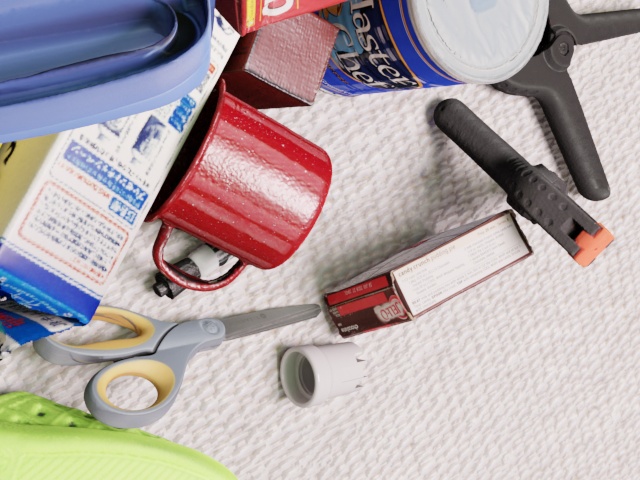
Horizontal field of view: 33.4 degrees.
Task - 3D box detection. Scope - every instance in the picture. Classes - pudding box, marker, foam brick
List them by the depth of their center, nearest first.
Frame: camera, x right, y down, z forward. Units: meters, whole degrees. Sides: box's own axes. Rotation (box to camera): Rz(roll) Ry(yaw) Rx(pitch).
[{"bbox_3d":[-0.037,-0.112,0.639,0.051,0.078,0.053,23,82,-34],"label":"foam brick"},{"bbox_3d":[-0.054,0.001,0.670,0.121,0.020,0.020,-34,111,-27],"label":"marker"},{"bbox_3d":[0.070,0.023,0.709,0.113,0.090,0.039,-27,93,-30],"label":"pudding box"}]

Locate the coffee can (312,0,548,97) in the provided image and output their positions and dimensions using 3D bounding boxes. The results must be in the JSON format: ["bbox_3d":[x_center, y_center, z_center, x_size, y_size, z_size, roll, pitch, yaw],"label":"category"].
[{"bbox_3d":[0.054,-0.143,0.658,0.102,0.141,0.103,-2,94,-33],"label":"coffee can"}]

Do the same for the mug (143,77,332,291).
[{"bbox_3d":[-0.052,-0.024,0.621,0.081,0.093,0.117,28,89,-21],"label":"mug"}]

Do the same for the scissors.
[{"bbox_3d":[-0.068,0.070,0.635,0.201,0.096,0.016,4,130,-32],"label":"scissors"}]

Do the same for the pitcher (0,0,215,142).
[{"bbox_3d":[-0.169,-0.103,0.431,0.242,0.149,0.145,-19,102,-19],"label":"pitcher"}]

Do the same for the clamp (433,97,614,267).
[{"bbox_3d":[0.152,-0.030,0.731,0.120,0.171,0.039,24,112,-37],"label":"clamp"}]

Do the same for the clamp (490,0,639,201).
[{"bbox_3d":[0.171,-0.131,0.797,0.209,0.036,0.164,19,83,-31],"label":"clamp"}]
